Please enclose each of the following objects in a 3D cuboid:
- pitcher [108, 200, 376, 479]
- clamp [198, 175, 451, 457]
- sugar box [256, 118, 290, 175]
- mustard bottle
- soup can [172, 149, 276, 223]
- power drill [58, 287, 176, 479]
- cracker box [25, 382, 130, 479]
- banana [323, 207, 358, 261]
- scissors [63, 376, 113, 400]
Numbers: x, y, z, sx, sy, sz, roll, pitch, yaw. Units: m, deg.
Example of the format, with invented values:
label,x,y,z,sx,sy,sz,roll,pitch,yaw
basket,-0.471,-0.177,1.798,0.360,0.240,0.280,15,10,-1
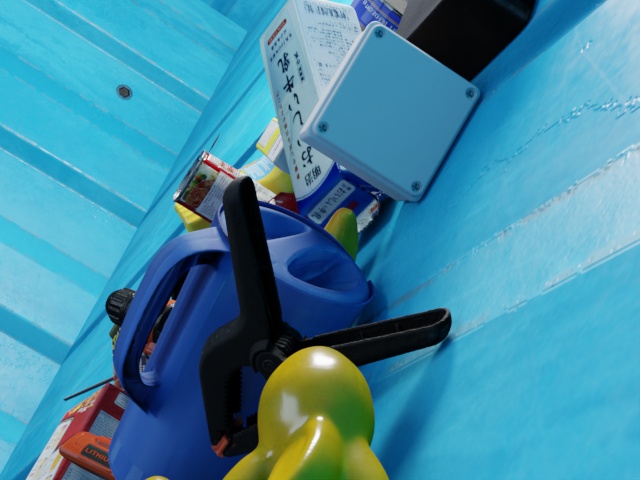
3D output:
label,x,y,z,sx,sy,sz,roll,pitch,yaw
pitcher,-0.079,0.096,0.824,0.243,0.149,0.145,-60,-1,20
clamp,-0.033,0.065,0.711,0.210,0.164,0.036,-51,-3,35
sugar box,-0.012,-0.081,1.113,0.048,0.093,0.176,-57,12,6
mustard bottle,-0.080,-0.063,1.293,0.191,0.058,0.096,-30,20,-7
soup can,-0.106,-0.047,1.201,0.069,0.102,0.068,-54,14,19
power drill,-0.174,0.145,1.046,0.187,0.185,0.057,-61,-32,-17
cracker box,-0.269,0.269,1.118,0.164,0.072,0.213,-34,25,55
banana,-0.023,0.058,0.902,0.198,0.069,0.037,-47,52,13
scissors,-0.212,0.149,1.300,0.202,0.016,0.096,-24,1,25
